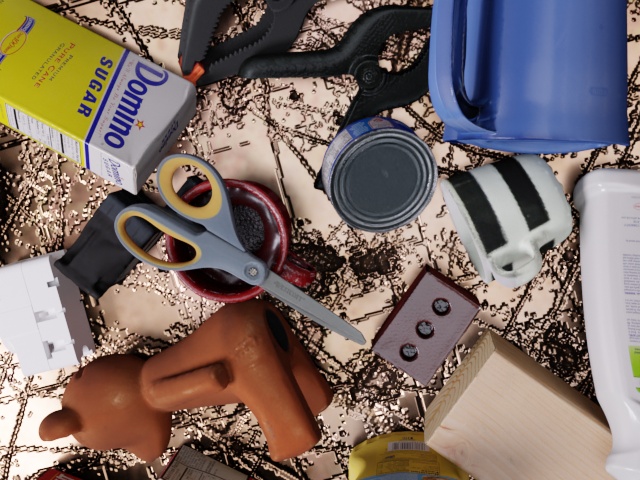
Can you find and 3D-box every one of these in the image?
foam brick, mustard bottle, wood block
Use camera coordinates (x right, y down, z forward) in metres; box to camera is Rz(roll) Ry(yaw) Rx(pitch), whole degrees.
[{"bbox_3d":[0.082,0.065,0.837,0.053,0.051,0.078,34,99,1],"label":"foam brick"},{"bbox_3d":[0.064,0.195,0.784,0.096,0.191,0.058,1,97,5],"label":"mustard bottle"},{"bbox_3d":[0.189,0.169,0.821,0.206,0.090,0.091,35,99,1],"label":"wood block"}]

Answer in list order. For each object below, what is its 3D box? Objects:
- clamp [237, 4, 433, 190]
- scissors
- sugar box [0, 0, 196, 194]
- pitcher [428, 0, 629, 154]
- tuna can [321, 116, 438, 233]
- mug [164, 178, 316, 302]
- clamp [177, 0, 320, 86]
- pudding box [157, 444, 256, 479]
[{"bbox_3d":[0.025,-0.133,0.820,0.171,0.039,0.120,-42,112,6],"label":"clamp"},{"bbox_3d":[-0.049,0.001,0.776,0.202,0.016,0.096,18,98,3],"label":"scissors"},{"bbox_3d":[-0.192,-0.116,0.816,0.176,0.048,0.093,26,61,8],"label":"sugar box"},{"bbox_3d":[0.150,-0.183,0.757,0.145,0.149,0.243,1,94,5],"label":"pitcher"},{"bbox_3d":[0.044,-0.051,0.819,0.086,0.034,0.086,-6,117,-12],"label":"tuna can"},{"bbox_3d":[-0.055,0.001,0.827,0.117,0.081,0.093,26,99,2],"label":"mug"},{"bbox_3d":[-0.025,-0.193,0.805,0.164,0.036,0.210,26,118,-34],"label":"clamp"},{"bbox_3d":[-0.078,0.213,0.851,0.113,0.090,0.039,24,98,2],"label":"pudding box"}]
